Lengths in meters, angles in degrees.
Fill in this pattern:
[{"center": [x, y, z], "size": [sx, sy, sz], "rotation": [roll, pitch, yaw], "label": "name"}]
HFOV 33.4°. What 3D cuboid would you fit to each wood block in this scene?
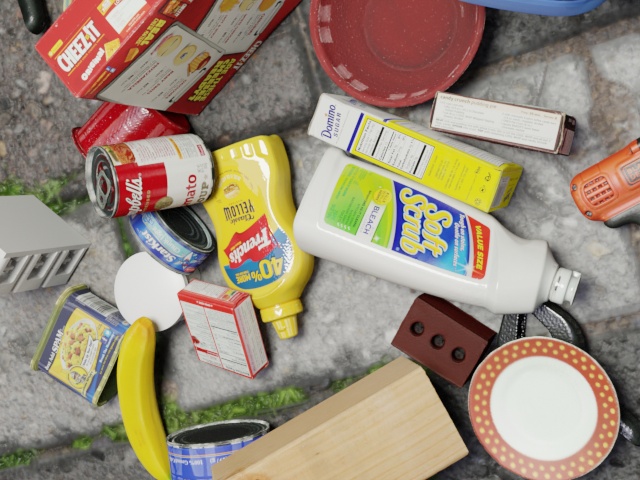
[{"center": [0.015, 0.196, 0.952], "size": [0.206, 0.091, 0.090], "rotation": [-29, 95, -6], "label": "wood block"}]

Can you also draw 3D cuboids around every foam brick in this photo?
[{"center": [0.113, 0.089, 0.976], "size": [0.078, 0.051, 0.053], "rotation": [31, 104, 15], "label": "foam brick"}]

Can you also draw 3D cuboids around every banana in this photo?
[{"center": [-0.174, 0.163, 1.079], "size": [0.070, 0.037, 0.198], "rotation": [4, 113, 35], "label": "banana"}]

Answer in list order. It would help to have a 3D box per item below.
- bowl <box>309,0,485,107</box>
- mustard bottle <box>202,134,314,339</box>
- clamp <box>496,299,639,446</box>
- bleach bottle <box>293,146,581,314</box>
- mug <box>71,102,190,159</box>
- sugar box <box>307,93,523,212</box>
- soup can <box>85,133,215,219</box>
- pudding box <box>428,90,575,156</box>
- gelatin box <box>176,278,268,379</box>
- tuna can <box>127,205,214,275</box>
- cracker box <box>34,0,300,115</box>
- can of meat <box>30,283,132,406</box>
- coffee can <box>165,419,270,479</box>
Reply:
[{"center": [0.074, -0.200, 0.963], "size": [0.162, 0.055, 0.162], "rotation": [2, 95, 20], "label": "bowl"}, {"center": [-0.057, 0.001, 1.028], "size": [0.096, 0.058, 0.191], "rotation": [-17, 89, 27], "label": "mustard bottle"}, {"center": [0.215, 0.120, 0.947], "size": [0.120, 0.039, 0.171], "rotation": [-12, 90, 19], "label": "clamp"}, {"center": [0.108, -0.001, 0.949], "size": [0.251, 0.068, 0.102], "rotation": [18, 68, 17], "label": "bleach bottle"}, {"center": [-0.174, -0.099, 1.053], "size": [0.117, 0.093, 0.081], "rotation": [41, 103, -15], "label": "mug"}, {"center": [0.085, -0.079, 0.950], "size": [0.176, 0.093, 0.048], "rotation": [23, 102, 18], "label": "sugar box"}, {"center": [-0.157, -0.060, 0.989], "size": [0.069, 0.102, 0.068], "rotation": [24, 119, 52], "label": "soup can"}, {"center": [0.158, -0.101, 0.922], "size": [0.114, 0.090, 0.039], "rotation": [11, 98, 19], "label": "pudding box"}, {"center": [-0.094, 0.085, 1.036], "size": [0.073, 0.030, 0.089], "rotation": [12, 130, 36], "label": "gelatin box"}, {"center": [-0.145, -0.008, 1.045], "size": [0.034, 0.086, 0.086], "rotation": [-44, 79, 16], "label": "tuna can"}, {"center": [-0.128, -0.198, 0.954], "size": [0.164, 0.213, 0.072], "rotation": [-44, 78, 18], "label": "cracker box"}, {"center": [-0.239, 0.109, 1.106], "size": [0.084, 0.057, 0.102], "rotation": [29, 104, 13], "label": "can of meat"}, {"center": [-0.091, 0.255, 1.038], "size": [0.103, 0.102, 0.140], "rotation": [-6, 92, 21], "label": "coffee can"}]
